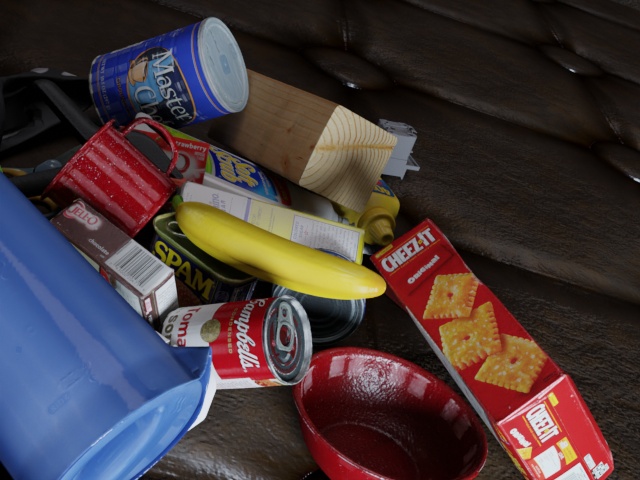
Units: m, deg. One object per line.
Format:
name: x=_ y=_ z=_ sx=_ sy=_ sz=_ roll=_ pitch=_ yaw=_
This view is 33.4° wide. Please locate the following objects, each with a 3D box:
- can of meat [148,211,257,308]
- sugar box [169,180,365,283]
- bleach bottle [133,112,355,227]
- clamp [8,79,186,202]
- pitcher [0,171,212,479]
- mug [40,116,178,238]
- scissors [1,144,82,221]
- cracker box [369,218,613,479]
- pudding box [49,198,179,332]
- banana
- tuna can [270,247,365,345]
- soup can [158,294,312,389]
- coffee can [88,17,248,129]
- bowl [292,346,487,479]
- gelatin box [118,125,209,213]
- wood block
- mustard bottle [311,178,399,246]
can of meat: x=-0.106 y=0.037 z=0.909 sx=0.102 sy=0.084 sz=0.057 roll=35 pitch=30 yaw=23
sugar box: x=-0.056 y=0.001 z=0.996 sx=0.176 sy=0.093 sz=0.048 roll=18 pitch=62 yaw=-12
bleach bottle: x=-0.085 y=-0.050 z=1.108 sx=0.250 sy=0.068 sz=0.102 roll=19 pitch=27 yaw=-11
clamp: x=-0.212 y=-0.065 z=0.980 sx=0.171 sy=0.120 sz=0.039 roll=25 pitch=-12 yaw=1
pitcher: x=-0.204 y=0.062 z=0.702 sx=0.243 sy=0.145 sz=0.149 roll=46 pitch=30 yaw=17
mug: x=-0.171 y=-0.052 z=0.920 sx=0.081 sy=0.117 sz=0.093 roll=42 pitch=-4 yaw=-8
scissors: x=-0.255 y=-0.058 z=1.046 sx=0.096 sy=0.016 sz=0.201 roll=35 pitch=30 yaw=20
cracker box: x=0.145 y=0.101 z=0.897 sx=0.164 sy=0.072 sz=0.214 roll=54 pitch=1 yaw=-44
pudding box: x=-0.166 y=0.030 z=0.869 sx=0.114 sy=0.090 sz=0.039 roll=37 pitch=61 yaw=23
banana: x=-0.040 y=0.007 z=0.875 sx=0.198 sy=0.037 sz=0.069 roll=24 pitch=27 yaw=4
tuna can: x=-0.002 y=0.052 z=0.956 sx=0.086 sy=0.086 sz=0.033 roll=19 pitch=29 yaw=-7
soup can: x=-0.067 y=0.080 z=0.827 sx=0.102 sy=0.068 sz=0.068 roll=-8 pitch=14 yaw=29
coffee can: x=-0.162 y=-0.170 z=1.150 sx=0.140 sy=0.103 sz=0.102 roll=-14 pitch=19 yaw=20
bowl: x=0.046 y=0.154 z=0.839 sx=0.162 sy=0.055 sz=0.162 roll=17 pitch=28 yaw=-9
gelatin box: x=-0.157 y=-0.065 z=1.026 sx=0.089 sy=0.073 sz=0.030 roll=11 pitch=-6 yaw=-11
wood block: x=-0.025 y=-0.112 z=1.151 sx=0.090 sy=0.090 sz=0.206 roll=24 pitch=4 yaw=-37
mustard bottle: x=0.036 y=-0.054 z=1.203 sx=0.096 sy=0.058 sz=0.192 roll=11 pitch=29 yaw=-31
